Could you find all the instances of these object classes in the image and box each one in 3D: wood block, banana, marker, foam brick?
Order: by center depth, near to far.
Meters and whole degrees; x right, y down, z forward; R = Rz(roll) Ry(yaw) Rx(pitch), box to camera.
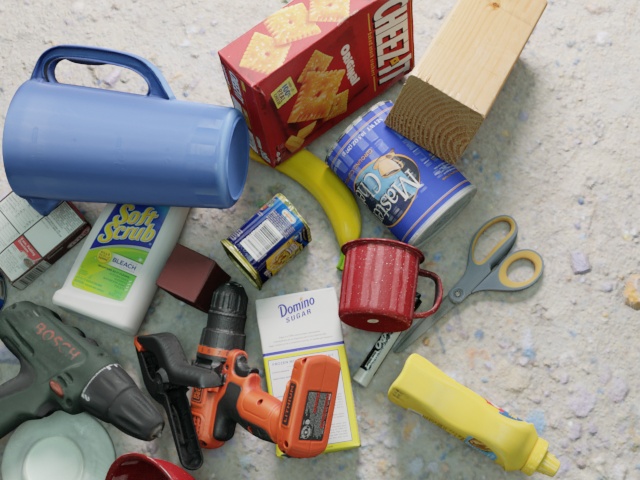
[{"bbox_3d":[0.161,-0.195,1.165,0.091,0.090,0.205,31,55,2],"label":"wood block"},{"bbox_3d":[-0.140,0.044,1.183,0.051,0.078,0.053,25,80,14],"label":"foam brick"},{"bbox_3d":[0.076,0.109,1.189,0.020,0.020,0.121,33,82,9],"label":"marker"},{"bbox_3d":[-0.013,-0.060,1.221,0.069,0.037,0.198,-38,79,-5],"label":"banana"}]

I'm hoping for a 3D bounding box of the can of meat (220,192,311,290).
[{"bbox_3d":[-0.058,0.001,1.179,0.084,0.102,0.057,-42,79,-8],"label":"can of meat"}]

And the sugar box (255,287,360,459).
[{"bbox_3d":[-0.014,0.146,1.175,0.093,0.048,0.176,-9,74,2],"label":"sugar box"}]

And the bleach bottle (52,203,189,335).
[{"bbox_3d":[-0.207,-0.025,1.214,0.102,0.068,0.251,19,77,9],"label":"bleach bottle"}]

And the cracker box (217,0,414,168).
[{"bbox_3d":[0.003,-0.195,1.165,0.213,0.164,0.072,-36,64,-12],"label":"cracker box"}]

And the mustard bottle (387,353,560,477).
[{"bbox_3d":[0.165,0.192,1.128,0.192,0.096,0.058,31,81,9],"label":"mustard bottle"}]

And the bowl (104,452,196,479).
[{"bbox_3d":[-0.161,0.295,1.123,0.162,0.055,0.162,11,106,43],"label":"bowl"}]

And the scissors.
[{"bbox_3d":[0.174,0.065,1.195,0.096,0.016,0.201,32,82,9],"label":"scissors"}]

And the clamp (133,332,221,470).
[{"bbox_3d":[-0.158,0.163,1.148,0.039,0.172,0.120,4,109,-33],"label":"clamp"}]

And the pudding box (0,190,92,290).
[{"bbox_3d":[-0.335,-0.013,1.231,0.113,0.039,0.090,-41,78,-7],"label":"pudding box"}]

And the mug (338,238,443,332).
[{"bbox_3d":[0.075,0.053,1.160,0.117,0.093,0.081,10,70,-5],"label":"mug"}]

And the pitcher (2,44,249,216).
[{"bbox_3d":[-0.203,-0.109,1.139,0.243,0.149,0.145,6,56,10],"label":"pitcher"}]

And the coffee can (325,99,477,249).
[{"bbox_3d":[0.089,-0.071,1.184,0.103,0.103,0.140,-42,79,-5],"label":"coffee can"}]

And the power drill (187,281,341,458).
[{"bbox_3d":[-0.064,0.142,1.123,0.188,0.057,0.184,8,88,47],"label":"power drill"}]
